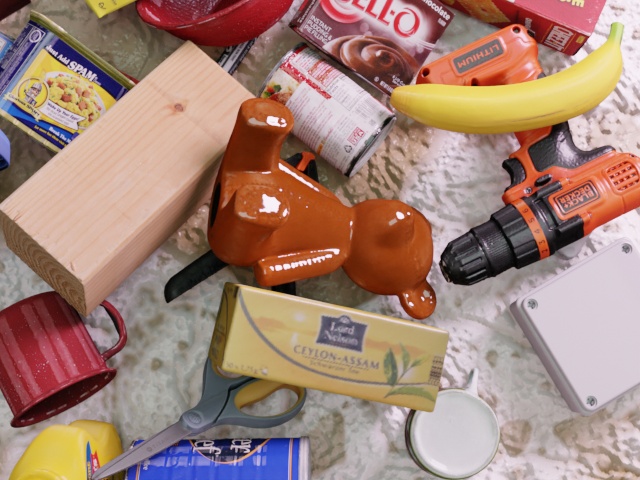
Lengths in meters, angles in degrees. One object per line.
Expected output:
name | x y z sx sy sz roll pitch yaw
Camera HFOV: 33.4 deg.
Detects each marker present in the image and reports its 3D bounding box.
marker | -0.067 -0.174 0.932 0.020 0.020 0.121 33 85 5

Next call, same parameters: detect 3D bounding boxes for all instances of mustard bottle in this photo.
mustard bottle | -0.193 0.186 0.801 0.058 0.191 0.096 8 83 2

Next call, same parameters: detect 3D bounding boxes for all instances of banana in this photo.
banana | 0.157 -0.116 0.845 0.198 0.037 0.069 -16 50 -1

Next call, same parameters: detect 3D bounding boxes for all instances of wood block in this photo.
wood block | -0.147 -0.050 0.853 0.091 0.090 0.205 41 68 7

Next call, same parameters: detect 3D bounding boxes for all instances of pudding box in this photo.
pudding box | 0.043 -0.184 0.893 0.113 0.039 0.090 32 94 -27

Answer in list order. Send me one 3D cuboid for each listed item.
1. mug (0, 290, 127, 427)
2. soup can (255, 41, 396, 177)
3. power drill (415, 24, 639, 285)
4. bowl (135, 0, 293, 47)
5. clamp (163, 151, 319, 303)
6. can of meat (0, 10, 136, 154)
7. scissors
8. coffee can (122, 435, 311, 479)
mug | -0.215 0.088 0.868 0.117 0.093 0.081 -29 78 -5
soup can | 0.005 -0.109 0.898 0.102 0.068 0.068 39 85 5
power drill | 0.152 -0.071 0.879 0.184 0.057 0.188 -25 72 -3
bowl | -0.073 -0.214 0.897 0.162 0.055 0.162 -18 43 18
clamp | -0.056 0.001 0.896 0.120 0.039 0.171 18 80 -16
can of meat | -0.212 -0.120 0.861 0.102 0.058 0.084 36 87 -36
scissors | -0.103 0.126 0.838 0.201 0.016 0.096 -8 48 -35
coffee can | -0.078 0.207 0.841 0.140 0.103 0.103 -1 83 1
